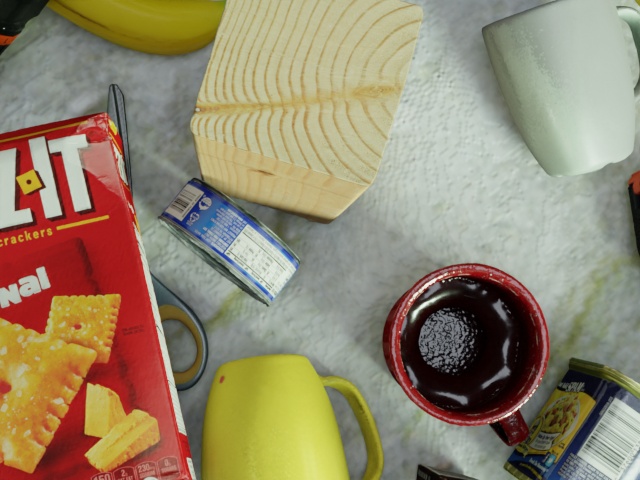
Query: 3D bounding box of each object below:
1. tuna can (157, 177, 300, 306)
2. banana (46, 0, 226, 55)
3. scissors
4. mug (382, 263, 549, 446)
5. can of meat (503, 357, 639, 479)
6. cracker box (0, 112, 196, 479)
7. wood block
[{"bbox_3d":[-0.054,0.001,0.640,0.086,0.086,0.033,38,82,-1],"label":"tuna can"},{"bbox_3d":[-0.143,-0.165,0.673,0.197,0.037,0.069,25,58,-5],"label":"banana"},{"bbox_3d":[-0.106,0.008,0.670,0.096,0.016,0.202,12,86,-1],"label":"scissors"},{"bbox_3d":[0.089,0.072,0.647,0.093,0.081,0.117,-34,89,-6],"label":"mug"},{"bbox_3d":[0.160,0.122,0.640,0.057,0.102,0.084,35,86,-1],"label":"can of meat"},{"bbox_3d":[-0.170,0.052,0.582,0.164,0.072,0.214,-13,79,-7],"label":"cracker box"},{"bbox_3d":[-0.014,-0.070,0.588,0.091,0.206,0.090,17,85,-4],"label":"wood block"}]
